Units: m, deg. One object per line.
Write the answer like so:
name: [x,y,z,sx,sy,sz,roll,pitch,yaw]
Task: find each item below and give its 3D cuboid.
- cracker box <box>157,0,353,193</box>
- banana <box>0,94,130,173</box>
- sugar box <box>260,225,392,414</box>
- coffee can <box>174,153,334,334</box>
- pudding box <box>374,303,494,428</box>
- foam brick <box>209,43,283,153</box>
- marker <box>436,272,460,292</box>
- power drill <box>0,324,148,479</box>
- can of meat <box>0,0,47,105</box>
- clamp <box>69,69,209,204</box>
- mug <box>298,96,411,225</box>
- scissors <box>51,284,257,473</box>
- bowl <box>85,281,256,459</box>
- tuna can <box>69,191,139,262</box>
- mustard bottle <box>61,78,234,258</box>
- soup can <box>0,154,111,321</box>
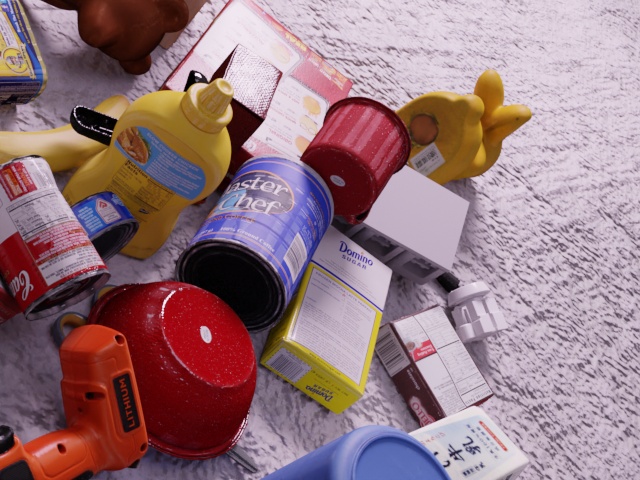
cracker box: [-0.072,-0.141,1.092,0.164,0.072,0.213,38,40,-12]
banana: [-0.229,-0.091,0.926,0.197,0.037,0.069,-17,72,-49]
sugar box: [0.009,0.069,1.011,0.093,0.048,0.176,37,36,-14]
coffee can: [-0.056,0.001,0.958,0.102,0.103,0.140,40,39,-10]
pudding box: [0.111,0.126,1.065,0.089,0.039,0.113,-14,70,-49]
foam brick: [-0.076,-0.132,0.983,0.053,0.051,0.078,33,42,-16]
marker: [0.108,0.014,1.172,0.121,0.020,0.020,43,38,-6]
power drill: [-0.200,0.123,0.698,0.187,0.057,0.184,-31,119,-53]
can of meat: [-0.290,-0.163,0.905,0.083,0.058,0.102,-12,78,-51]
clamp: [-0.145,-0.082,0.943,0.120,0.171,0.039,-6,58,2]
mug: [0.030,-0.067,1.019,0.093,0.117,0.081,10,41,22]
scissors: [-0.125,0.106,0.874,0.201,0.016,0.096,33,40,-18]
bowl: [-0.105,0.089,0.848,0.162,0.055,0.162,31,36,-27]
tuna can: [-0.189,-0.001,0.848,0.034,0.086,0.086,52,38,7]
mustard bottle: [-0.129,-0.067,0.874,0.096,0.192,0.058,38,39,-13]
soup can: [-0.206,-0.002,0.772,0.068,0.069,0.102,-21,78,-50]
